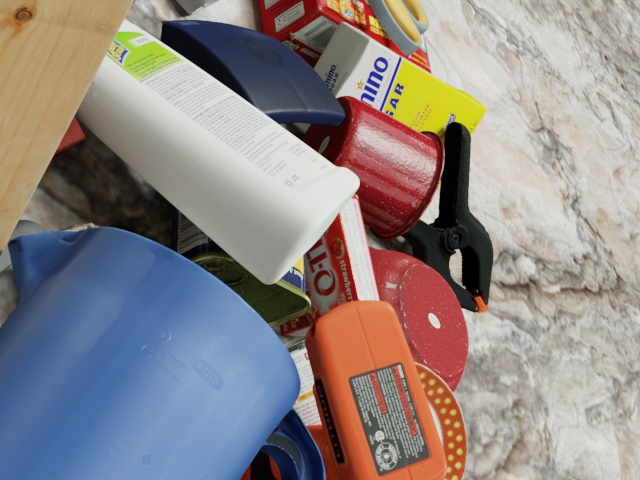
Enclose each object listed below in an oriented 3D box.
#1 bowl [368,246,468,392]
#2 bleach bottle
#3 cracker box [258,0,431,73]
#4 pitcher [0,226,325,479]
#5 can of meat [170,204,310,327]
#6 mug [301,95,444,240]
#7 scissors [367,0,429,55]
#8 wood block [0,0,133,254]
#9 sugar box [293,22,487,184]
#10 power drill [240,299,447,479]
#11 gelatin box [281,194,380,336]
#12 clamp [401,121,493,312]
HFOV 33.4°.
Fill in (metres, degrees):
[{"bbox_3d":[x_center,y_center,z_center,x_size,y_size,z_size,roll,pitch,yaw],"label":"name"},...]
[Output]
[{"bbox_3d":[0.070,0.071,0.849,0.161,0.055,0.162,30,48,-40],"label":"bowl"},{"bbox_3d":[-0.099,-0.083,0.651,0.251,0.068,0.102,40,26,3],"label":"bleach bottle"},{"bbox_3d":[0.011,-0.249,0.947,0.163,0.072,0.214,17,56,-48],"label":"cracker box"},{"bbox_3d":[-0.113,0.128,0.449,0.242,0.149,0.145,-57,149,-28],"label":"pitcher"},{"bbox_3d":[-0.055,0.001,0.721,0.102,0.058,0.084,29,47,-41],"label":"can of meat"},{"bbox_3d":[0.028,-0.057,0.821,0.081,0.117,0.093,25,76,-25],"label":"mug"},{"bbox_3d":[0.037,-0.245,0.899,0.202,0.016,0.096,62,28,6],"label":"scissors"},{"bbox_3d":[-0.162,-0.074,0.449,0.090,0.206,0.090,1,40,-53],"label":"wood block"},{"bbox_3d":[0.060,-0.108,0.908,0.175,0.093,0.048,17,19,-49],"label":"sugar box"},{"bbox_3d":[-0.019,0.092,0.602,0.057,0.188,0.184,-15,81,-34],"label":"power drill"},{"bbox_3d":[-0.001,0.017,0.768,0.030,0.073,0.089,9,63,-50],"label":"gelatin box"},{"bbox_3d":[0.098,-0.004,0.923,0.120,0.039,0.171,-25,110,-18],"label":"clamp"}]
